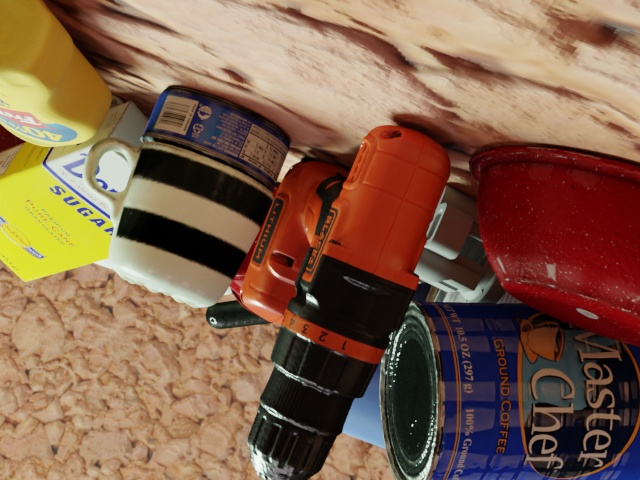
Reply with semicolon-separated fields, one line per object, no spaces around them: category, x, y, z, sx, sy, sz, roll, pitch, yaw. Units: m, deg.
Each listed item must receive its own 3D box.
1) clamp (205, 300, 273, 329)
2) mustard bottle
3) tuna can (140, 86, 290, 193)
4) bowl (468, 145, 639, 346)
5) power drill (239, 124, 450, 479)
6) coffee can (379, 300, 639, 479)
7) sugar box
clamp;0.016;0.051;1.030;0.210;0.036;0.164;2;-159;27
mustard bottle;-0.169;-0.095;0.600;0.096;0.058;0.191;21;172;6
tuna can;-0.062;-0.059;0.642;0.086;0.034;0.086;21;172;3
bowl;0.139;0.012;0.512;0.162;0.055;0.162;22;172;3
power drill;0.000;0.026;0.583;0.057;0.184;0.188;24;-179;-13
coffee can;0.114;0.084;0.584;0.140;0.103;0.103;2;176;-13
sugar box;-0.171;-0.029;0.740;0.177;0.048;0.093;-13;131;37
